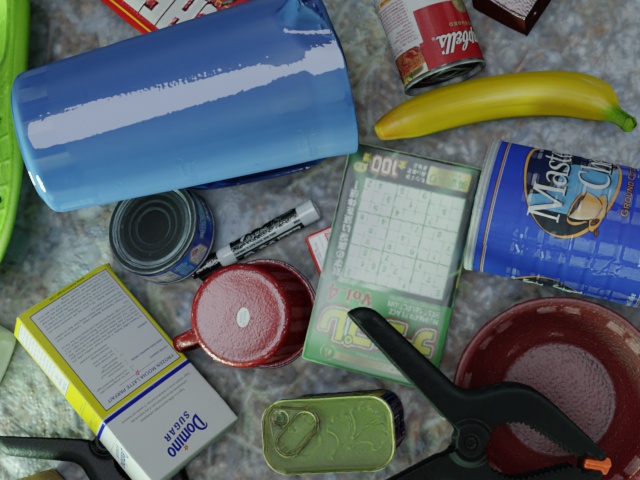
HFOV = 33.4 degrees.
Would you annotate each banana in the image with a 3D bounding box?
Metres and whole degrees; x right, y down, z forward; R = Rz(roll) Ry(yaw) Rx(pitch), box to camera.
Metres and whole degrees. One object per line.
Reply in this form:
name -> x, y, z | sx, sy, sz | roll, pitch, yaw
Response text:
banana -> 0.143, -0.107, 0.834 | 0.198, 0.069, 0.037 | -2, 116, 15

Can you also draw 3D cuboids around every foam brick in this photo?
foam brick -> 0.161, -0.210, 0.840 | 0.051, 0.053, 0.078 | 34, 95, 11

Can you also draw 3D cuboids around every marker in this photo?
marker -> -0.056, 0.001, 0.893 | 0.121, 0.020, 0.020 | -28, 82, 9

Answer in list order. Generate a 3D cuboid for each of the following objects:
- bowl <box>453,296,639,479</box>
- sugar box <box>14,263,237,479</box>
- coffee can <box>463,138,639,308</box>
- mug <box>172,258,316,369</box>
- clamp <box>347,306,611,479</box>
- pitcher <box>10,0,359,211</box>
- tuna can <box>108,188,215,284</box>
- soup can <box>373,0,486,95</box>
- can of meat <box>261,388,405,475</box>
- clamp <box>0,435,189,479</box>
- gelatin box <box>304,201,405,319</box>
bowl -> 0.182, 0.124, 0.817 | 0.162, 0.055, 0.162 | -1, 86, 11
sugar box -> -0.160, 0.112, 0.876 | 0.093, 0.048, 0.176 | -35, 80, -32
coffee can -> 0.187, -0.013, 0.799 | 0.140, 0.102, 0.103 | 13, 90, 12
mug -> -0.066, 0.064, 0.860 | 0.117, 0.081, 0.093 | -20, 83, 10
clamp -> 0.102, 0.134, 0.770 | 0.210, 0.036, 0.164 | 3, 87, 1
pitcher -> -0.098, -0.096, 0.809 | 0.242, 0.145, 0.149 | -15, 104, -3
tuna can -> -0.134, -0.008, 0.892 | 0.086, 0.033, 0.086 | -6, 73, 20
soup can -> 0.083, -0.175, 0.847 | 0.068, 0.068, 0.102 | -19, 83, 10
can of meat -> 0.013, 0.147, 0.838 | 0.102, 0.084, 0.057 | -5, 86, 11
clamp -> -0.188, 0.173, 0.901 | 0.171, 0.039, 0.120 | 43, 93, 12
gelatin box -> 0.041, 0.015, 0.867 | 0.089, 0.030, 0.073 | -23, 84, 9
